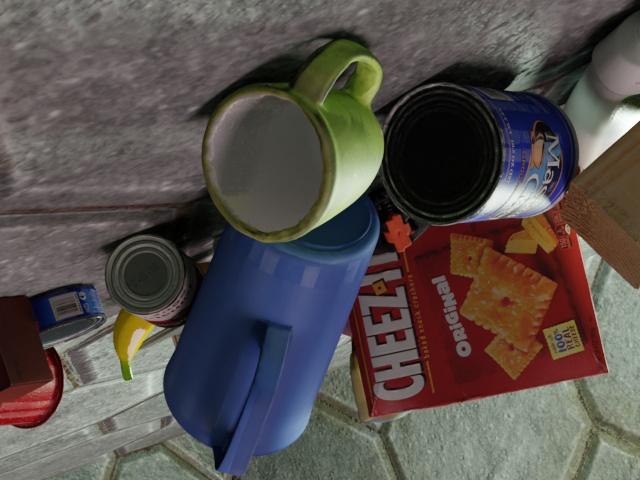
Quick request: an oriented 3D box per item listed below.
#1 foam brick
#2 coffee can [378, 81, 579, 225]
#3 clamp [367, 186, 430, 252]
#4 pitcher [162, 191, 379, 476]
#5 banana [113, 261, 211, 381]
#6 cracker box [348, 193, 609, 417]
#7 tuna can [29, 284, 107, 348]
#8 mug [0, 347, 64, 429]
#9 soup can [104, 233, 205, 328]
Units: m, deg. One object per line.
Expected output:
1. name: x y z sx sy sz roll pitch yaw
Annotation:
1. foam brick: -0.269 0.092 0.893 0.051 0.078 0.052 -26 167 26
2. coffee can: 0.123 -0.065 0.811 0.103 0.103 0.140 -29 168 33
3. clamp: 0.067 -0.032 0.907 0.164 0.036 0.210 -25 -168 -1
4. pitcher: -0.040 0.062 0.850 0.144 0.149 0.243 -21 148 -37
5. banana: -0.140 0.063 1.044 0.198 0.069 0.037 -34 -164 24
6. cracker box: 0.132 0.057 0.955 0.214 0.164 0.072 -12 178 6
7. tuna can: -0.238 0.070 0.961 0.086 0.034 0.086 -21 170 -4
8. mug: -0.313 0.131 1.008 0.117 0.093 0.081 14 -179 27
9. soup can: -0.136 0.035 0.896 0.068 0.068 0.102 -22 169 0
